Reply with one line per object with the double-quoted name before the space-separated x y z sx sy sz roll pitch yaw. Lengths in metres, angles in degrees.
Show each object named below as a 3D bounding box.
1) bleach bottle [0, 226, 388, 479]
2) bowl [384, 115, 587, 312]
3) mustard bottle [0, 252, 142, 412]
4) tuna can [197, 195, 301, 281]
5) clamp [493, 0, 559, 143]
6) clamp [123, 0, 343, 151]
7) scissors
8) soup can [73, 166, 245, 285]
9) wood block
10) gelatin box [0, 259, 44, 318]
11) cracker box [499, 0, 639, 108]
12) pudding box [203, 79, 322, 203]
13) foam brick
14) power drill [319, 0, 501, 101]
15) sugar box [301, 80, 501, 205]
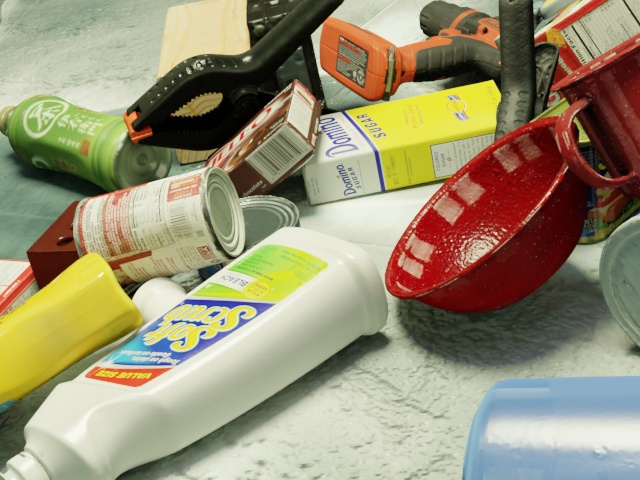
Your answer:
"bleach bottle" -0.079 0.082 0.651 0.250 0.068 0.103 -35 34 -31
"bowl" 0.118 -0.006 0.696 0.162 0.055 0.162 -41 15 14
"mustard bottle" -0.207 0.082 0.674 0.191 0.058 0.096 -34 8 -11
"tuna can" -0.055 0.001 0.808 0.086 0.034 0.086 -9 30 5
"clamp" 0.158 -0.097 0.818 0.039 0.171 0.120 4 -3 31
"clamp" -0.062 -0.121 0.918 0.210 0.164 0.036 -24 51 -6
"scissors" 0.212 -0.217 0.973 0.096 0.016 0.201 -30 9 36
"soup can" -0.112 -0.009 0.752 0.102 0.068 0.068 -13 28 17
"wood block" -0.104 -0.166 1.055 0.090 0.091 0.206 -11 30 2
"gelatin box" -0.262 0.045 0.809 0.089 0.030 0.073 2 34 23
"cracker box" 0.278 -0.200 0.897 0.214 0.072 0.163 -31 6 43
"pudding box" -0.052 -0.070 0.875 0.114 0.039 0.090 -36 23 23
"foam brick" -0.179 0.009 0.819 0.053 0.051 0.078 -1 32 19
"power drill" 0.097 -0.186 1.013 0.187 0.057 0.185 -12 31 -27
"sugar box" 0.070 -0.084 0.899 0.176 0.048 0.093 -10 30 1
